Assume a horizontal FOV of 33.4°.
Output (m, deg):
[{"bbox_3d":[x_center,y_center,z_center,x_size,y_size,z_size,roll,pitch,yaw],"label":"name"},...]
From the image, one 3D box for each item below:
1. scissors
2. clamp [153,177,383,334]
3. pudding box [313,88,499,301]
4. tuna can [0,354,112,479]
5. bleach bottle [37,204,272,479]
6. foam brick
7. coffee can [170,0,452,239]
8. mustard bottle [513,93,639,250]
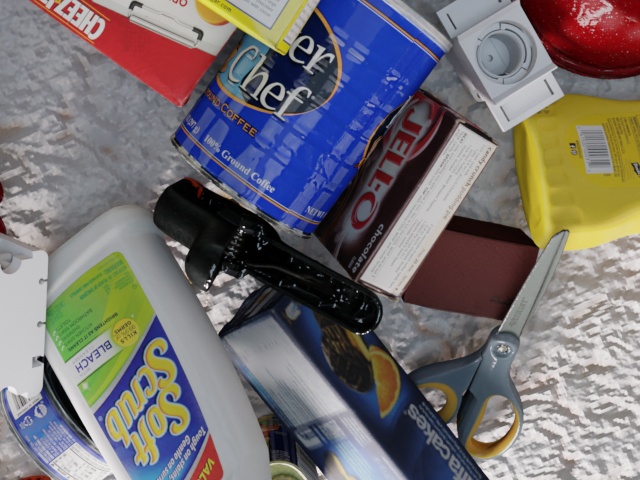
[{"bbox_3d":[0.094,0.067,0.666,0.096,0.016,0.202,5,130,8],"label":"scissors"},{"bbox_3d":[-0.054,0.001,0.602,0.120,0.172,0.039,24,94,-44],"label":"clamp"},{"bbox_3d":[0.046,-0.032,0.640,0.039,0.090,0.113,24,102,-27],"label":"pudding box"},{"bbox_3d":[-0.158,0.113,0.665,0.034,0.086,0.086,-39,103,3],"label":"tuna can"},{"bbox_3d":[-0.078,0.107,0.622,0.102,0.068,0.251,-38,73,9],"label":"bleach bottle"},{"bbox_3d":[0.091,0.015,0.677,0.078,0.051,0.053,11,103,-6],"label":"foam brick"},{"bbox_3d":[-0.006,-0.087,0.619,0.102,0.103,0.140,35,99,-11],"label":"coffee can"},{"bbox_3d":[0.221,-0.047,0.657,0.191,0.058,0.096,-4,63,-4],"label":"mustard bottle"}]
